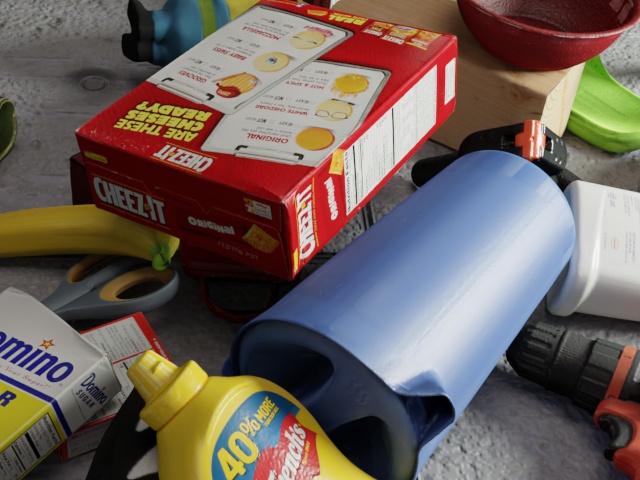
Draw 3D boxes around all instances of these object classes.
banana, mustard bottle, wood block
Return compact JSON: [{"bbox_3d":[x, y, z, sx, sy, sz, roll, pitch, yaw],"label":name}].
[{"bbox_3d":[-0.171,-0.005,0.747,0.198,0.037,0.069,1,9,28],"label":"banana"},{"bbox_3d":[-0.029,0.130,0.571,0.191,0.058,0.096,44,45,-4],"label":"mustard bottle"},{"bbox_3d":[0.113,-0.148,0.937,0.206,0.091,0.090,26,45,21],"label":"wood block"}]

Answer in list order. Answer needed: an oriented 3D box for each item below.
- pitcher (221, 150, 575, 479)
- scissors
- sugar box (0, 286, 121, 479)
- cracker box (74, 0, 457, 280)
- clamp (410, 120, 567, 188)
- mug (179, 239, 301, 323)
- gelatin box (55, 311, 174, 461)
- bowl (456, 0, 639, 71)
[{"bbox_3d":[0.057,0.041,0.691,0.149,0.145,0.242,36,49,15],"label":"pitcher"},{"bbox_3d":[-0.176,0.056,0.713,0.096,0.016,0.201,14,39,34],"label":"scissors"},{"bbox_3d":[-0.211,0.110,0.612,0.093,0.048,0.176,30,60,28],"label":"sugar box"},{"bbox_3d":[-0.029,-0.079,0.718,0.164,0.072,0.213,19,45,28],"label":"cracker box"},{"bbox_3d":[0.149,-0.058,0.816,0.120,0.172,0.039,-1,86,-13],"label":"clamp"},{"bbox_3d":[-0.055,0.001,0.761,0.081,0.093,0.117,4,78,3],"label":"mug"},{"bbox_3d":[-0.139,0.092,0.681,0.089,0.030,0.073,-20,50,-26],"label":"gelatin box"},{"bbox_3d":[0.178,-0.186,0.878,0.162,0.055,0.162,5,41,-4],"label":"bowl"}]
